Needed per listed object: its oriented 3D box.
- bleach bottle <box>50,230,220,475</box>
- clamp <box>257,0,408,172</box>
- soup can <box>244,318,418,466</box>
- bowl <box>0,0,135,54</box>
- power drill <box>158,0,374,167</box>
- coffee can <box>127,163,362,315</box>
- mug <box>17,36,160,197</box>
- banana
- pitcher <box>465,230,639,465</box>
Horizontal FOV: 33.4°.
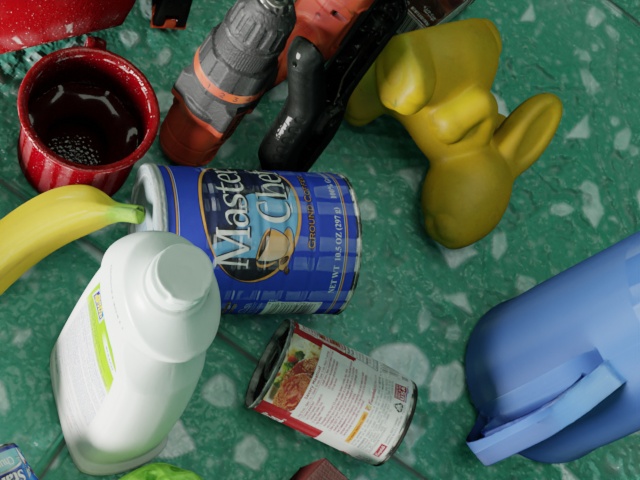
[{"bbox_3d":[-0.103,0.065,0.610,0.068,0.251,0.102,-13,75,-25],"label":"bleach bottle"},{"bbox_3d":[-0.008,-0.095,0.750,0.039,0.172,0.120,43,38,19],"label":"clamp"},{"bbox_3d":[0.008,0.106,0.741,0.102,0.069,0.068,27,63,-10],"label":"soup can"},{"bbox_3d":[-0.188,-0.166,0.740,0.161,0.162,0.055,-20,105,-26],"label":"bowl"},{"bbox_3d":[-0.028,-0.148,0.770,0.057,0.185,0.187,47,52,0],"label":"power drill"},{"bbox_3d":[-0.055,0.001,0.737,0.140,0.103,0.103,1,70,-21],"label":"coffee can"},{"bbox_3d":[-0.164,-0.085,0.740,0.093,0.082,0.117,7,68,-18],"label":"mug"},{"bbox_3d":[-0.207,0.022,0.688,0.197,0.070,0.037,-40,130,-7],"label":"banana"},{"bbox_3d":[0.202,0.073,0.727,0.145,0.243,0.149,11,66,-15],"label":"pitcher"}]
